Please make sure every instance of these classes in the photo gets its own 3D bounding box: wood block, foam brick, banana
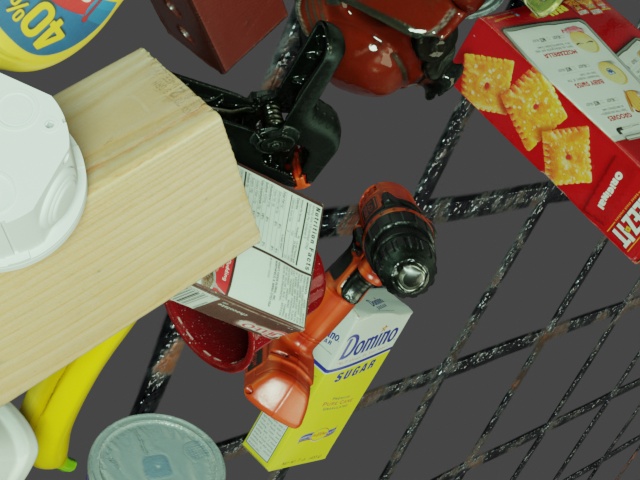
[{"bbox_3d":[-0.145,0.002,0.539,0.206,0.090,0.091,-33,138,-16],"label":"wood block"},{"bbox_3d":[-0.060,-0.138,0.561,0.051,0.053,0.078,-43,150,-11],"label":"foam brick"},{"bbox_3d":[-0.159,0.085,0.711,0.198,0.037,0.069,-60,167,21],"label":"banana"}]

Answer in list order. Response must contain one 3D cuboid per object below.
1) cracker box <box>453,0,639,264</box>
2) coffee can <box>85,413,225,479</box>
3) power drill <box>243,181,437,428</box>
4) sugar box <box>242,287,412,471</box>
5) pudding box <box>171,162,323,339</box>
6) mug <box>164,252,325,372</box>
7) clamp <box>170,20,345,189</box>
[{"bbox_3d":[0.227,-0.097,0.839,0.163,0.214,0.072,-22,153,-41],"label":"cracker box"},{"bbox_3d":[-0.137,0.219,0.827,0.102,0.103,0.140,-21,141,-41],"label":"coffee can"},{"bbox_3d":[0.017,0.050,0.805,0.188,0.057,0.184,-51,-169,13],"label":"power drill"},{"bbox_3d":[0.007,0.126,0.976,0.093,0.048,0.176,2,125,-55],"label":"sugar box"},{"bbox_3d":[-0.054,0.001,0.660,0.113,0.039,0.090,27,60,-35],"label":"pudding box"},{"bbox_3d":[-0.054,0.021,0.737,0.081,0.093,0.117,-32,111,-37],"label":"mug"},{"bbox_3d":[-0.023,-0.079,0.656,0.120,0.039,0.171,-11,162,18],"label":"clamp"}]
